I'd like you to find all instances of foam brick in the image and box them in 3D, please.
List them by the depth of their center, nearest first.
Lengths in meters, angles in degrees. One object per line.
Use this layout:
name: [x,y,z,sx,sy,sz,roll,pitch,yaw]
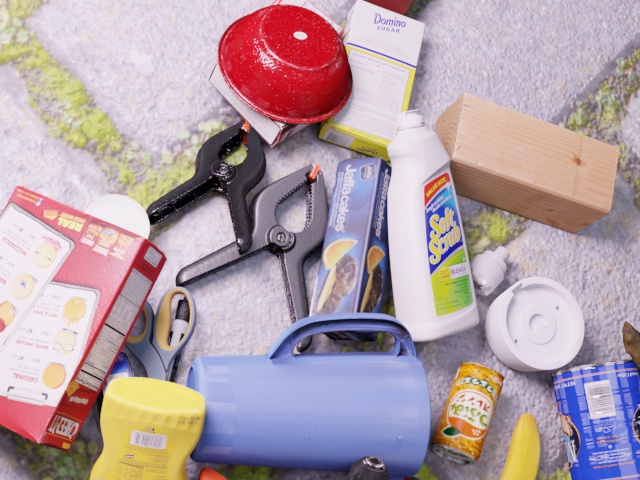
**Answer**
foam brick: [0.095,-0.315,1.319,0.053,0.051,0.078,31,68,-7]

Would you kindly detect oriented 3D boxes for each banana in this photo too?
banana: [0.197,0.283,1.191,0.069,0.037,0.197,47,67,-1]

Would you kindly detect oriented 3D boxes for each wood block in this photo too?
wood block: [0.241,-0.091,1.282,0.206,0.090,0.091,18,69,-12]

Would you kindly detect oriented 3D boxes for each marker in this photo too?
marker: [-0.156,0.117,1.137,0.020,0.020,0.121,18,71,-12]

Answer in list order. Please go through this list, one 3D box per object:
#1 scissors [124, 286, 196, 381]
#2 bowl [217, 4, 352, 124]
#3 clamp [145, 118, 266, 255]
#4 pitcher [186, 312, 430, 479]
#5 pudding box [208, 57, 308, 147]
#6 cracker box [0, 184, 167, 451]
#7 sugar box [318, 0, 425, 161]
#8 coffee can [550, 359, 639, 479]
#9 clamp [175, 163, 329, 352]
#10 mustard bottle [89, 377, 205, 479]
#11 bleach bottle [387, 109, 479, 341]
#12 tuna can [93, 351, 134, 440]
scissors: [-0.186,0.140,1.109,0.096,0.016,0.201,13,74,10]
bowl: [-0.031,-0.211,1.194,0.162,0.055,0.162,10,57,-16]
clamp: [-0.101,-0.060,1.178,0.120,0.039,0.171,29,62,7]
pitcher: [-0.014,0.167,1.108,0.242,0.145,0.149,4,56,-14]
pudding box: [-0.058,-0.172,1.221,0.113,0.039,0.089,46,53,11]
cracker box: [-0.269,0.073,1.036,0.164,0.072,0.213,21,78,22]
sugar box: [0.062,-0.192,1.279,0.093,0.048,0.176,18,67,-11]
coffee can: [0.326,0.213,1.216,0.102,0.103,0.140,-4,76,-18]
clamp: [-0.058,0.001,1.191,0.164,0.036,0.210,22,71,-10]
mustard bottle: [-0.174,0.228,1.035,0.096,0.058,0.192,11,113,-8]
bleach bottle: [0.113,-0.019,1.194,0.102,0.068,0.251,-13,95,-41]
tuna can: [-0.208,0.156,1.074,0.033,0.086,0.086,-7,77,-21]
